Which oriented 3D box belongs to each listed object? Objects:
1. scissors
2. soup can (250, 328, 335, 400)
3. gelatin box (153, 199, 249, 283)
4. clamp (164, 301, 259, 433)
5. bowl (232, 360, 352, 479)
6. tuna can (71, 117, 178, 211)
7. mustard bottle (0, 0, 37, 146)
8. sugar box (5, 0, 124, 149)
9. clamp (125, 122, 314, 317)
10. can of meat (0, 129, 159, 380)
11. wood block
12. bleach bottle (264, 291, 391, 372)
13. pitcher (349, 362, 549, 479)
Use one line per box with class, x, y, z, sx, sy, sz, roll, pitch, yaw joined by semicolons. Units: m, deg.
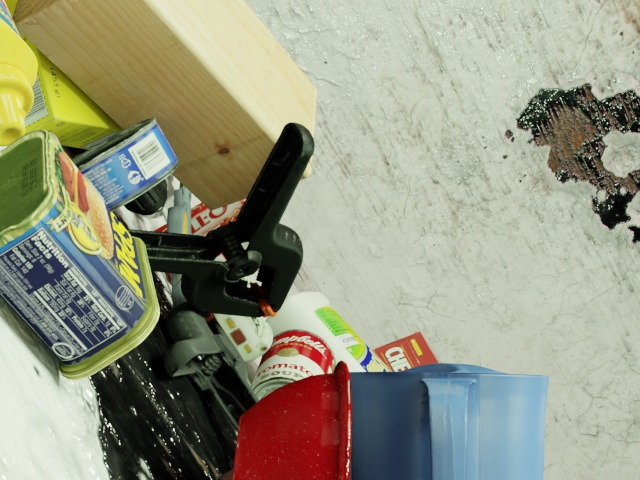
scissors;-0.117;-0.037;0.888;0.096;0.016;0.202;93;-7;-61
soup can;-0.025;0.126;0.913;0.068;0.068;0.102;59;15;-12
gelatin box;-0.098;-0.002;0.938;0.030;0.089;0.073;59;1;-42
clamp;-0.083;0.085;0.771;0.120;0.039;0.172;57;-5;-33
bowl;-0.021;0.142;0.572;0.162;0.055;0.162;-175;-89;-87
tuna can;-0.133;-0.042;0.670;0.033;0.086;0.086;61;2;-14
mustard bottle;-0.202;-0.127;0.590;0.192;0.058;0.096;61;-3;27
sugar box;-0.152;-0.110;0.751;0.176;0.048;0.093;-1;73;-61
clamp;-0.055;0.001;0.753;0.036;0.164;0.210;63;5;28
can of meat;-0.129;0.004;0.522;0.084;0.057;0.102;56;4;-31
wood block;-0.095;-0.121;0.713;0.206;0.091;0.090;46;36;-43
bleach bottle;0.054;0.154;1.002;0.251;0.068;0.102;43;12;17
pitcher;0.080;0.200;0.682;0.149;0.145;0.243;8;79;-40
